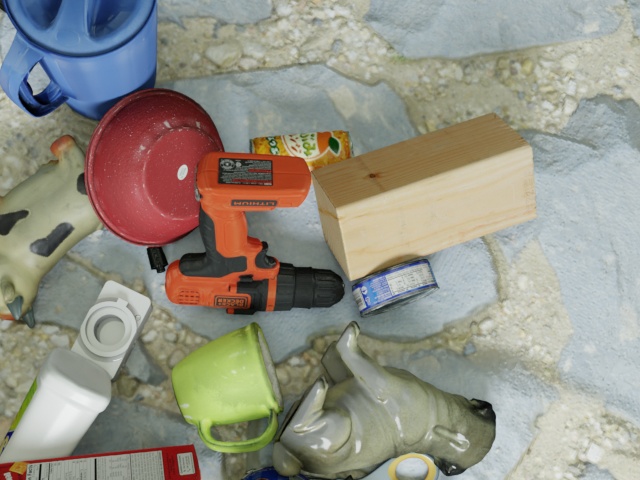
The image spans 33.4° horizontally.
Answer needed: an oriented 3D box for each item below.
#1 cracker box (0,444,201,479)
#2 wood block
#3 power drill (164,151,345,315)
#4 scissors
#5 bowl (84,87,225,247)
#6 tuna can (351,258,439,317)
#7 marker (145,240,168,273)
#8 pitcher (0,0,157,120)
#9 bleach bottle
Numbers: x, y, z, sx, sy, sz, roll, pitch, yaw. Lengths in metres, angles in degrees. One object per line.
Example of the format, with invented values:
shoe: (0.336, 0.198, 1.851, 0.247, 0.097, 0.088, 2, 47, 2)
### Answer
cracker box: (-0.211, 0.277, 0.949, 0.213, 0.072, 0.164, -4, 112, -11)
wood block: (0.106, -0.047, 1.089, 0.206, 0.091, 0.090, -18, 124, -9)
power drill: (-0.057, 0.001, 1.038, 0.184, 0.188, 0.057, 1, 46, -9)
scissors: (0.034, 0.236, 1.084, 0.201, 0.016, 0.096, 25, 77, -1)
bowl: (-0.149, -0.069, 1.058, 0.161, 0.055, 0.162, -9, 105, -38)
tuna can: (0.076, 0.049, 1.087, 0.086, 0.086, 0.034, -18, 80, -9)
marker: (-0.183, -0.024, 1.109, 0.020, 0.020, 0.121, -17, 82, -9)
pitcher: (-0.224, -0.190, 1.021, 0.149, 0.243, 0.145, -8, 80, -7)
bleach bottle: (-0.285, 0.226, 0.994, 0.068, 0.102, 0.251, 31, 94, -13)
